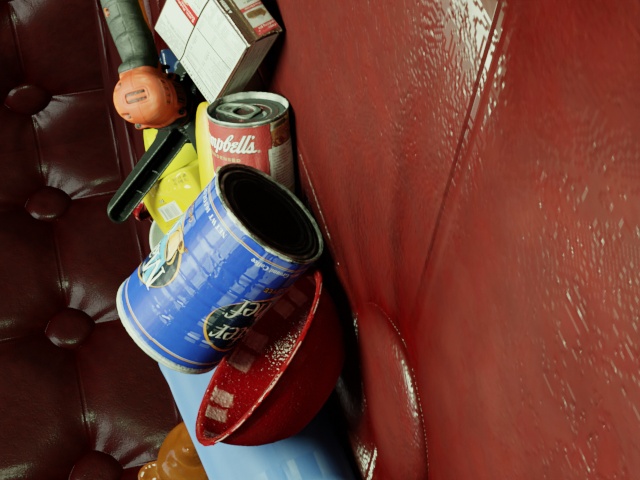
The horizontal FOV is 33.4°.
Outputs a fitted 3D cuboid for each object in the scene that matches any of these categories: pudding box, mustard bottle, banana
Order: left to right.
[{"bbox_3d":[-0.117,0.011,1.159,0.096,0.058,0.191,-21,101,44],"label":"mustard bottle"},{"bbox_3d":[-0.086,-0.173,0.875,0.090,0.039,0.114,53,153,3],"label":"pudding box"},{"bbox_3d":[-0.095,-0.032,0.973,0.070,0.037,0.198,47,147,32],"label":"banana"}]

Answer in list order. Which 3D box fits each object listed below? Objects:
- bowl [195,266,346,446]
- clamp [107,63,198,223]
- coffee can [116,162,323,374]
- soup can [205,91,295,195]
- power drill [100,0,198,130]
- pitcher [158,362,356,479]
[{"bbox_3d":[-0.029,0.101,0.828,0.162,0.055,0.162,-49,17,20],"label":"bowl"},{"bbox_3d":[-0.146,-0.113,1.105,0.036,0.165,0.210,38,-133,-47],"label":"clamp"},{"bbox_3d":[-0.080,0.024,0.843,0.140,0.102,0.103,-47,43,25],"label":"coffee can"},{"bbox_3d":[-0.057,-0.064,0.890,0.068,0.068,0.102,-121,24,-57],"label":"soup can"},{"bbox_3d":[-0.165,-0.192,0.984,0.184,0.057,0.187,-52,-56,-85],"label":"power drill"},{"bbox_3d":[-0.047,0.167,0.948,0.243,0.149,0.145,-120,38,-48],"label":"pitcher"}]
